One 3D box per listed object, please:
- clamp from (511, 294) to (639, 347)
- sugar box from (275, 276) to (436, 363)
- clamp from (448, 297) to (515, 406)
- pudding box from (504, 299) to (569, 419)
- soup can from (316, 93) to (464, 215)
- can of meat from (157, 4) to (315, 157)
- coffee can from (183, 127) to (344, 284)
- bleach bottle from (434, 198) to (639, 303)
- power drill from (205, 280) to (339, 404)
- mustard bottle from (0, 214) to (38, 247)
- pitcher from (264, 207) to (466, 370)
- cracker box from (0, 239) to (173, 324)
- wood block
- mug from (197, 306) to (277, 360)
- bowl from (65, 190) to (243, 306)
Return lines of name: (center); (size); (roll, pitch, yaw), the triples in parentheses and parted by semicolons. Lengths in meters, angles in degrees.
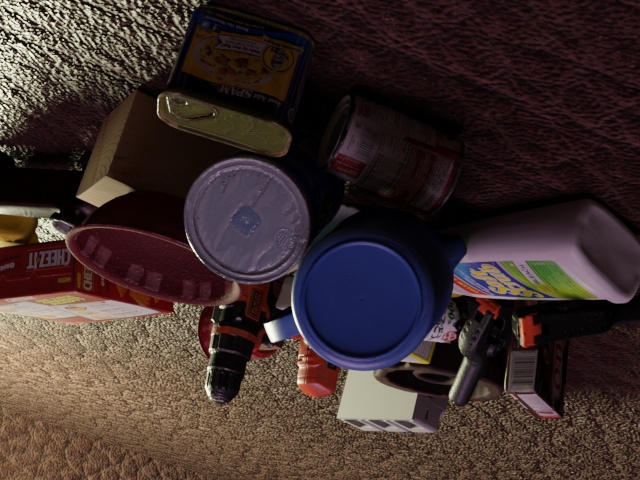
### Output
clamp: (0.238, 0.071, 1.024); (0.209, 0.036, 0.165); (-8, -177, -44)
sugar box: (0.044, 0.093, 1.251); (0.176, 0.048, 0.094); (32, 160, -33)
clamp: (0.181, 0.120, 1.200); (0.039, 0.120, 0.171); (31, 163, 29)
pudding box: (0.239, 0.127, 1.164); (0.039, 0.113, 0.090); (-3, 153, 34)
soup can: (0.056, -0.070, 0.865); (0.102, 0.068, 0.069); (21, 158, -13)
can of meat: (-0.061, -0.121, 0.798); (0.102, 0.084, 0.057); (17, 159, -3)
coffee can: (-0.043, -0.033, 0.888); (0.103, 0.103, 0.140); (12, -162, 9)
bleach bottle: (0.173, 0.021, 1.015); (0.102, 0.068, 0.251); (38, 153, -28)
power drill: (-0.053, 0.124, 1.268); (0.057, 0.184, 0.187); (-5, 154, 41)
mustard bottle: (-0.397, -0.014, 1.321); (0.096, 0.058, 0.192); (24, 162, -7)
pitcher: (0.036, 0.044, 0.898); (0.145, 0.149, 0.242); (23, -175, 6)
cracker box: (-0.304, 0.053, 1.315); (0.164, 0.072, 0.213); (-7, 166, 22)
wood block: (-0.110, -0.046, 1.008); (0.205, 0.090, 0.090); (25, 157, -24)
mug: (-0.094, 0.117, 1.421); (0.082, 0.093, 0.117); (-13, 176, 43)
bowl: (-0.139, 0.001, 0.943); (0.162, 0.055, 0.162); (13, 157, 5)
